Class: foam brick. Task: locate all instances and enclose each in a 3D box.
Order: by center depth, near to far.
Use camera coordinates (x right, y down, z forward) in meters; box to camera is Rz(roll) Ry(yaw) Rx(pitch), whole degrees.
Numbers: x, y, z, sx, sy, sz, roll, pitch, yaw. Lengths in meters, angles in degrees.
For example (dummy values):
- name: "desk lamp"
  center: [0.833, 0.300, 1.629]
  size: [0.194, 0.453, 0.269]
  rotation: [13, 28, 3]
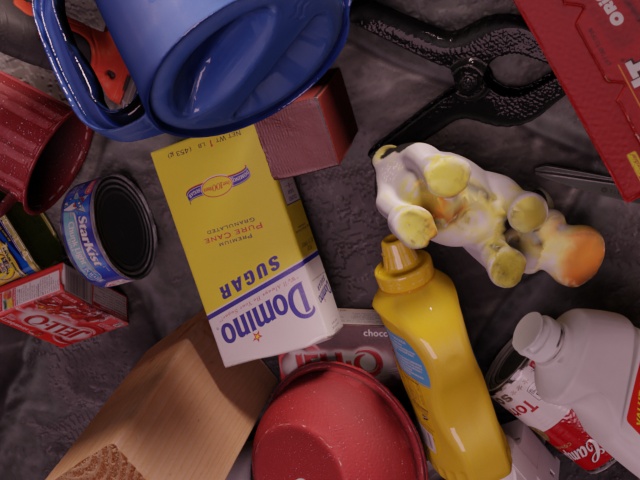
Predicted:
- name: "foam brick"
  center: [-0.010, -0.084, 0.762]
  size: [0.051, 0.078, 0.053]
  rotation: [-12, 110, 18]

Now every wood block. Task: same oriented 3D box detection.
- name: "wood block"
  center: [-0.119, 0.149, 0.824]
  size: [0.090, 0.206, 0.091]
  rotation: [-35, 101, 26]

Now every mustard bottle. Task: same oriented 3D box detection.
- name: "mustard bottle"
  center: [0.081, 0.081, 0.767]
  size: [0.058, 0.096, 0.191]
  rotation: [-24, 113, -7]

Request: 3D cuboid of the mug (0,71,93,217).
- name: "mug"
  center: [-0.239, -0.069, 0.816]
  size: [0.081, 0.117, 0.093]
  rotation: [28, 162, 7]

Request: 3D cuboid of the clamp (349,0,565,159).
- name: "clamp"
  center: [0.097, -0.123, 0.737]
  size: [0.172, 0.039, 0.120]
  rotation: [-12, 119, 21]

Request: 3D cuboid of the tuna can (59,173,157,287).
- name: "tuna can"
  center: [-0.165, -0.007, 0.834]
  size: [0.034, 0.086, 0.086]
  rotation: [-15, 109, 22]

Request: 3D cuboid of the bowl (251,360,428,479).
- name: "bowl"
  center: [0.000, 0.176, 0.811]
  size: [0.162, 0.055, 0.162]
  rotation: [7, 102, 38]

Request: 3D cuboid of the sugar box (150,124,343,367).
- name: "sugar box"
  center: [-0.055, 0.001, 0.811]
  size: [0.093, 0.048, 0.176]
  rotation: [-17, 93, 21]

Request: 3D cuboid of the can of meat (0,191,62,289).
- name: "can of meat"
  center: [-0.275, -0.004, 0.882]
  size: [0.084, 0.057, 0.102]
  rotation: [-23, 107, 20]

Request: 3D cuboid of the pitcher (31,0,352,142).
- name: "pitcher"
  center: [-0.103, -0.186, 0.655]
  size: [0.243, 0.149, 0.145]
  rotation: [59, 146, 21]

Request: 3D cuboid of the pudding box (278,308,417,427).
- name: "pudding box"
  center: [0.023, 0.101, 0.858]
  size: [0.114, 0.039, 0.090]
  rotation: [-1, 112, 15]

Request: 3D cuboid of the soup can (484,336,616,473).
- name: "soup can"
  center: [0.183, 0.118, 0.807]
  size: [0.102, 0.068, 0.069]
  rotation: [38, 118, -5]

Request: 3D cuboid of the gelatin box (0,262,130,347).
- name: "gelatin box"
  center: [-0.213, 0.056, 0.880]
  size: [0.073, 0.030, 0.089]
  rotation: [-19, 150, 20]

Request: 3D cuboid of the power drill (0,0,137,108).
- name: "power drill"
  center: [-0.206, -0.163, 0.742]
  size: [0.187, 0.184, 0.057]
  rotation: [12, 128, -18]
